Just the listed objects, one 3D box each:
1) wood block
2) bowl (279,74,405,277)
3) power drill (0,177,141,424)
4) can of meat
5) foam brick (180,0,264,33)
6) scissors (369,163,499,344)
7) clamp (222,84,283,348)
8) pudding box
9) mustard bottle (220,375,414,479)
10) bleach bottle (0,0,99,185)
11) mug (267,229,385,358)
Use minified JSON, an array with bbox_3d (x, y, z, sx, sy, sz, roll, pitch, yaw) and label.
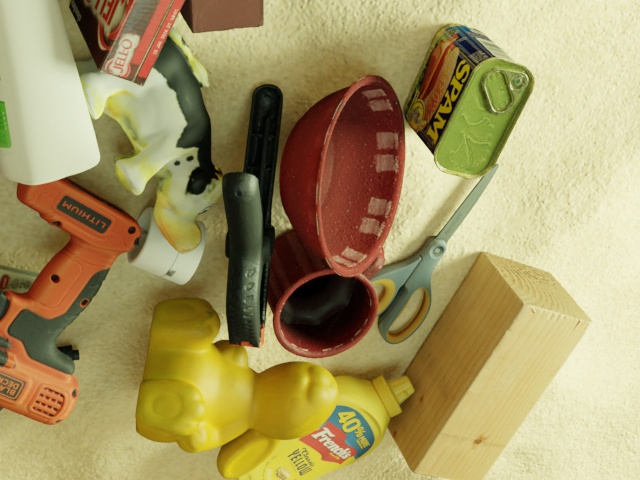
[{"bbox_3d":[0.156,0.126,1.035,0.090,0.090,0.206,17,115,-29],"label":"wood block"},{"bbox_3d":[0.012,-0.054,0.857,0.055,0.161,0.162,10,130,27],"label":"bowl"},{"bbox_3d":[-0.240,0.034,0.823,0.184,0.057,0.187,30,92,-29],"label":"power drill"},{"bbox_3d":[0.116,-0.115,0.866,0.057,0.084,0.102,11,117,-25],"label":"can of meat"},{"bbox_3d":[-0.074,-0.185,0.757,0.053,0.078,0.051,-8,122,-15],"label":"foam brick"},{"bbox_3d":[0.086,0.010,0.980,0.096,0.016,0.202,8,119,-24],"label":"scissors"},{"bbox_3d":[-0.055,0.001,0.825,0.036,0.164,0.210,7,115,3],"label":"clamp"},{"bbox_3d":[-0.129,-0.170,0.726,0.039,0.113,0.090,18,114,-32],"label":"pudding box"},{"bbox_3d":[0.004,0.184,1.039,0.191,0.058,0.096,-29,122,0],"label":"mustard bottle"},{"bbox_3d":[-0.214,-0.168,0.714,0.068,0.103,0.251,-22,116,-30],"label":"bleach bottle"},{"bbox_3d":[0.003,0.034,0.925,0.117,0.081,0.093,-37,126,7],"label":"mug"}]
